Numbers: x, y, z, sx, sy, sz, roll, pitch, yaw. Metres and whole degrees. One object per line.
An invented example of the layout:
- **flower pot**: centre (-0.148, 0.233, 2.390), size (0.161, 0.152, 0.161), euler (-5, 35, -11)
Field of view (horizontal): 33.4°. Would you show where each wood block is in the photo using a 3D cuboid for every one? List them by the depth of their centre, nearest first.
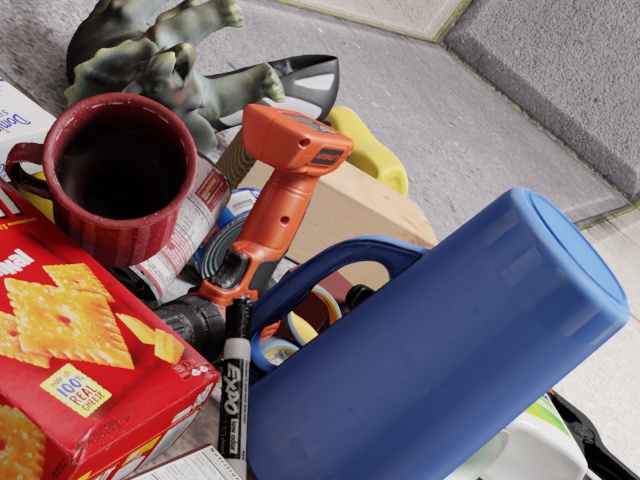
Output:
- **wood block**: centre (0.001, -0.029, 1.043), size (0.205, 0.091, 0.090), euler (28, 21, -24)

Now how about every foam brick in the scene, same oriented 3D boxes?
- **foam brick**: centre (-0.009, 0.053, 0.895), size (0.051, 0.053, 0.078), euler (42, 20, 12)

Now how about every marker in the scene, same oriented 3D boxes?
- **marker**: centre (-0.054, 0.095, 0.675), size (0.020, 0.020, 0.121), euler (21, 61, -40)

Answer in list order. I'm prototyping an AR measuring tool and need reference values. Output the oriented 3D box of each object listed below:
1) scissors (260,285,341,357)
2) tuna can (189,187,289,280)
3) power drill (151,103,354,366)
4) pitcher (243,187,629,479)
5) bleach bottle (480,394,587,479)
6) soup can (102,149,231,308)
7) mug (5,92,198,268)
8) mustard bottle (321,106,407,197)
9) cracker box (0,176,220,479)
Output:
- **scissors**: centre (0.006, 0.110, 0.824), size (0.016, 0.096, 0.201), euler (28, -24, 46)
- **tuna can**: centre (-0.067, -0.001, 0.868), size (0.086, 0.086, 0.034), euler (13, 30, -50)
- **power drill**: centre (-0.055, 0.001, 0.737), size (0.057, 0.188, 0.184), euler (30, 14, 16)
- **pitcher**: centre (0.064, 0.072, 0.684), size (0.149, 0.243, 0.145), euler (34, 23, -35)
- **bleach bottle**: centre (0.164, 0.137, 0.998), size (0.102, 0.068, 0.251), euler (31, 18, -19)
- **soup can**: centre (-0.116, -0.012, 0.755), size (0.068, 0.069, 0.102), euler (36, 64, -6)
- **mug**: centre (-0.140, -0.035, 0.675), size (0.117, 0.082, 0.093), euler (9, 65, -9)
- **mustard bottle**: centre (0.030, -0.102, 1.252), size (0.058, 0.096, 0.192), euler (-17, 47, -23)
- **cracker box**: centre (-0.178, 0.046, 0.588), size (0.214, 0.072, 0.164), euler (41, 19, 10)
